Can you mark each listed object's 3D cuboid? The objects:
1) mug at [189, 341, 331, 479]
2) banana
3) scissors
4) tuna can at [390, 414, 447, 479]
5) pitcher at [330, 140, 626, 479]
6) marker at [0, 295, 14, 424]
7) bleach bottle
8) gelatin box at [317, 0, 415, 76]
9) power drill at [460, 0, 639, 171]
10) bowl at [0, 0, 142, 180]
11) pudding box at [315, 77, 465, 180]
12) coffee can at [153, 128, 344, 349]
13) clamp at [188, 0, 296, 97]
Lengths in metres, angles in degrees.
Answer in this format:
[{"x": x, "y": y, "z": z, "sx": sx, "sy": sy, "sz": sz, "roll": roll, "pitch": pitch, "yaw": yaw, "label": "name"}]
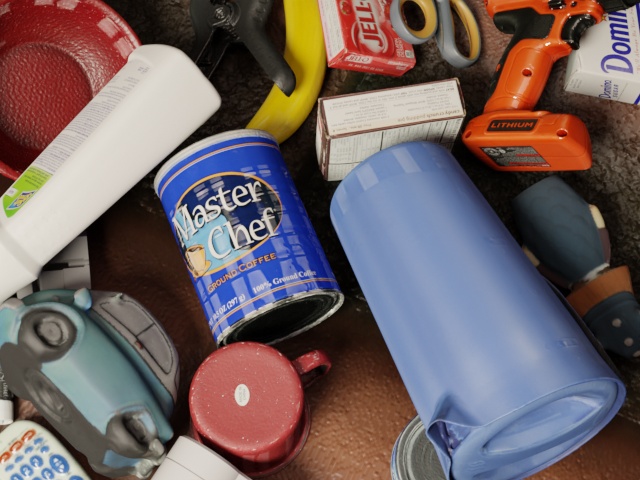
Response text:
[{"x": -0.042, "y": 0.116, "z": 0.780, "sx": 0.117, "sy": 0.081, "sz": 0.093, "roll": -29, "pitch": 73, "yaw": -11, "label": "mug"}, {"x": -0.028, "y": -0.151, "z": 0.903, "sx": 0.069, "sy": 0.037, "sz": 0.197, "roll": 18, "pitch": 70, "yaw": 5, "label": "banana"}, {"x": 0.087, "y": -0.240, "z": 0.934, "sx": 0.096, "sy": 0.016, "sz": 0.202, "roll": -3, "pitch": 67, "yaw": -33, "label": "scissors"}, {"x": 0.096, "y": 0.166, "z": 0.791, "sx": 0.086, "sy": 0.034, "sz": 0.086, "roll": 0, "pitch": 70, "yaw": -1, "label": "tuna can"}, {"x": 0.108, "y": 0.046, "z": 0.773, "sx": 0.145, "sy": 0.149, "sz": 0.243, "roll": -29, "pitch": 57, "yaw": 3, "label": "pitcher"}, {"x": -0.245, "y": 0.080, "z": 0.822, "sx": 0.020, "sy": 0.020, "sz": 0.121, "roll": -4, "pitch": 70, "yaw": -3, "label": "marker"}, {"x": -0.189, "y": -0.040, "z": 0.793, "sx": 0.250, "sy": 0.103, "sz": 0.068, "roll": -47, "pitch": 116, "yaw": -14, "label": "bleach bottle"}, {"x": 0.037, "y": -0.186, "z": 0.905, "sx": 0.073, "sy": 0.030, "sz": 0.089, "roll": 4, "pitch": 66, "yaw": -32, "label": "gelatin box"}, {"x": 0.199, "y": -0.149, "z": 0.857, "sx": 0.185, "sy": 0.057, "sz": 0.187, "roll": 1, "pitch": 65, "yaw": 44, "label": "power drill"}, {"x": -0.218, "y": -0.119, "z": 0.856, "sx": 0.161, "sy": 0.055, "sz": 0.162, "roll": 0, "pitch": 89, "yaw": -28, "label": "bowl"}, {"x": 0.054, "y": -0.088, "z": 0.854, "sx": 0.113, "sy": 0.090, "sz": 0.039, "roll": -11, "pitch": 71, "yaw": -5, "label": "pudding box"}, {"x": -0.055, "y": 0.001, "z": 0.811, "sx": 0.102, "sy": 0.103, "sz": 0.140, "roll": -21, "pitch": 72, "yaw": -9, "label": "coffee can"}, {"x": -0.067, "y": -0.178, "z": 0.896, "sx": 0.120, "sy": 0.039, "sz": 0.171, "roll": 0, "pitch": 70, "yaw": 21, "label": "clamp"}]
